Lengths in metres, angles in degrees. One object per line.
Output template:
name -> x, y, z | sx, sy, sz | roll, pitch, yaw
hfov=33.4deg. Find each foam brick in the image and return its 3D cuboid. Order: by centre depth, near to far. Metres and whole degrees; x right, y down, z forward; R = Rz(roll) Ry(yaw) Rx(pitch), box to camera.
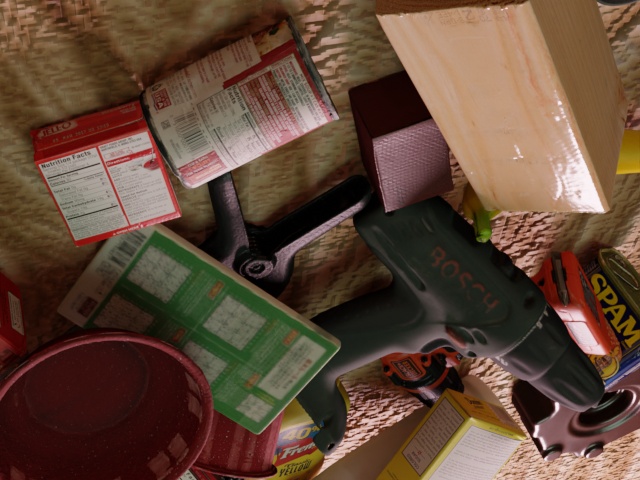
foam brick -> 0.055, -0.067, 0.720 | 0.053, 0.051, 0.078 | -18, 141, -4

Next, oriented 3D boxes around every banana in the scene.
banana -> 0.175, -0.049, 0.786 | 0.197, 0.070, 0.037 | -22, 145, -22

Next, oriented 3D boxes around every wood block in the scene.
wood block -> 0.118, -0.108, 0.649 | 0.090, 0.090, 0.206 | 2, 152, 28

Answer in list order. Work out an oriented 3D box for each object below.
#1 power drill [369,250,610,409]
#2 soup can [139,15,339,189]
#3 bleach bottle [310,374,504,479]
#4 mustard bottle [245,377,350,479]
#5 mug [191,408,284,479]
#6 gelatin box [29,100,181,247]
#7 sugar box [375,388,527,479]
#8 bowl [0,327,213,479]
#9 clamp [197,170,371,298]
power drill -> 0.143, 0.084, 0.902 | 0.188, 0.057, 0.184 | -18, 143, 18
soup can -> -0.048, -0.081, 0.640 | 0.102, 0.068, 0.068 | -26, 142, 5
bleach bottle -> 0.054, 0.218, 0.993 | 0.250, 0.068, 0.103 | -23, 145, -25
mustard bottle -> -0.024, 0.163, 0.947 | 0.096, 0.058, 0.192 | -10, 140, -31
mug -> -0.071, 0.136, 0.864 | 0.093, 0.117, 0.081 | 13, 91, -1
gelatin box -> -0.135, -0.042, 0.676 | 0.073, 0.030, 0.089 | -17, 141, -4
sugar box -> 0.096, 0.217, 0.945 | 0.093, 0.048, 0.176 | 25, 109, -42
bowl -> -0.159, 0.117, 0.748 | 0.162, 0.055, 0.162 | -10, 123, -16
clamp -> -0.055, 0.001, 0.759 | 0.120, 0.039, 0.172 | 20, 127, -28
